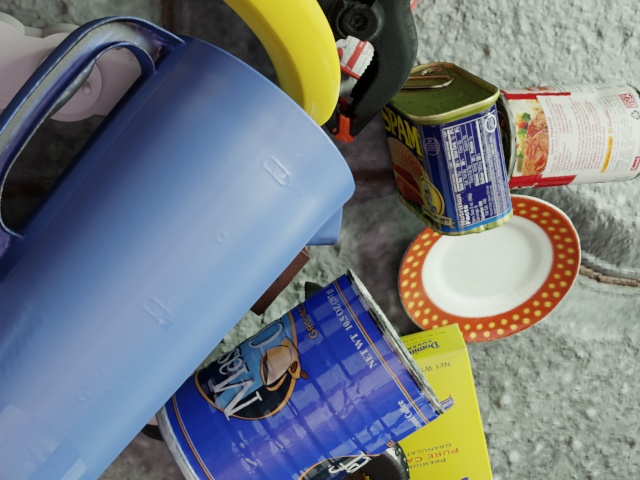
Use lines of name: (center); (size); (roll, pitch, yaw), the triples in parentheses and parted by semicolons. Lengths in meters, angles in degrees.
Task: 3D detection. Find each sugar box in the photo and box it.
sugar box: (0.074, 0.155, 0.776); (0.093, 0.048, 0.176); (-14, 110, 2)

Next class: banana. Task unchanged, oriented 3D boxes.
banana: (-0.038, -0.121, 0.575); (0.069, 0.037, 0.197); (-32, 130, 4)

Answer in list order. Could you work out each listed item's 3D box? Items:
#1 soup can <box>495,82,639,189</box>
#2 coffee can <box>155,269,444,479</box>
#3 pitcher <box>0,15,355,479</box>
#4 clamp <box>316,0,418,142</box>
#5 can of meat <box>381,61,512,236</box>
soup can: (0.159, -0.070, 0.712); (0.102, 0.068, 0.068); (-5, 111, -14)
coffee can: (-0.012, 0.098, 0.636); (0.140, 0.103, 0.102); (-34, 114, 3)
pitcher: (-0.110, 0.013, 0.557); (0.149, 0.145, 0.242); (35, 75, 15)
clamp: (0.011, -0.140, 0.618); (0.120, 0.039, 0.172); (14, 121, -3)
can of meat: (0.078, -0.058, 0.676); (0.057, 0.102, 0.084); (-18, 115, -9)
